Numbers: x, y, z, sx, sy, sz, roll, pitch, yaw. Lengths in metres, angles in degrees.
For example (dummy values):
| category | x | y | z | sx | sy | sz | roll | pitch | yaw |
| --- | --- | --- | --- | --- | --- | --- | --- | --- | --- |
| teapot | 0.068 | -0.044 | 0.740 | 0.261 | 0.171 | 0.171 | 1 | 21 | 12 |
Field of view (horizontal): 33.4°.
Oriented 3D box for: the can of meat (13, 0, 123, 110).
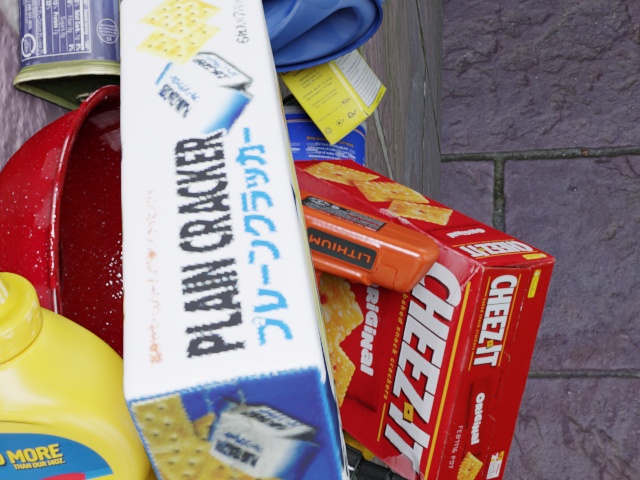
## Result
| category | x | y | z | sx | sy | sz | roll | pitch | yaw |
| --- | --- | --- | --- | --- | --- | --- | --- | --- | --- |
| can of meat | -0.110 | -0.112 | 0.528 | 0.102 | 0.057 | 0.084 | 14 | 72 | -78 |

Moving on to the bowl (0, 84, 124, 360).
| category | x | y | z | sx | sy | sz | roll | pitch | yaw |
| --- | --- | --- | --- | --- | --- | --- | --- | --- | --- |
| bowl | -0.113 | 0.011 | 0.493 | 0.162 | 0.055 | 0.162 | -1 | 90 | -79 |

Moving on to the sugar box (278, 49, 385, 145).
| category | x | y | z | sx | sy | sz | roll | pitch | yaw |
| --- | --- | --- | --- | --- | --- | --- | --- | --- | --- |
| sugar box | -0.022 | -0.163 | 0.808 | 0.176 | 0.048 | 0.093 | 50 | 21 | -9 |

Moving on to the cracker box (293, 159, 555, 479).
| category | x | y | z | sx | sy | sz | roll | pitch | yaw |
| --- | --- | --- | --- | --- | --- | --- | --- | --- | --- |
| cracker box | 0.045 | 0.051 | 0.733 | 0.214 | 0.071 | 0.164 | 32 | -61 | 49 |

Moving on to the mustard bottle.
| category | x | y | z | sx | sy | sz | roll | pitch | yaw |
| --- | --- | --- | --- | --- | --- | --- | --- | --- | --- |
| mustard bottle | -0.107 | 0.084 | 0.403 | 0.058 | 0.096 | 0.191 | -75 | 160 | -54 |
